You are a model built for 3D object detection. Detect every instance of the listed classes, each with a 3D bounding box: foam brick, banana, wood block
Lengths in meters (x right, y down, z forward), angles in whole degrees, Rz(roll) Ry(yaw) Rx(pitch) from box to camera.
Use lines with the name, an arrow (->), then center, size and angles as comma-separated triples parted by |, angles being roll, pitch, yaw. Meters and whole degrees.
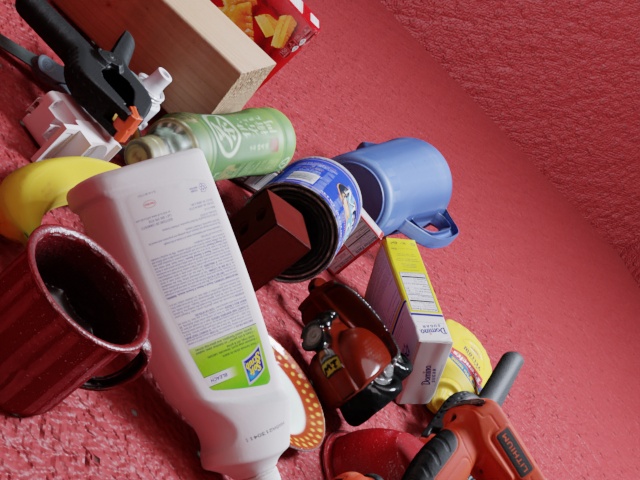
foam brick -> -0.057, 0.001, 0.999 | 0.051, 0.078, 0.053 | 39, 22, -36
banana -> -0.193, -0.032, 0.795 | 0.069, 0.037, 0.197 | 48, 22, -4
wood block -> -0.160, -0.213, 1.091 | 0.206, 0.090, 0.090 | 43, 26, 4

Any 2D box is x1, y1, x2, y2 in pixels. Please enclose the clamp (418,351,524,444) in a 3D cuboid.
clamp -> 0.170, 0.196, 1.140 | 0.209, 0.036, 0.164 | 14, 75, -53

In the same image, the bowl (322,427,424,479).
bowl -> 0.074, 0.220, 0.924 | 0.162, 0.055, 0.162 | 45, 18, -20

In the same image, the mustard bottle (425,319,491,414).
mustard bottle -> 0.150, 0.157, 1.224 | 0.096, 0.058, 0.191 | 56, 18, -1

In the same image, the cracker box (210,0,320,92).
cracker box -> -0.129, -0.261, 1.199 | 0.213, 0.164, 0.072 | 44, 17, -20

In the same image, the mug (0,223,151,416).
mug -> -0.156, 0.056, 0.645 | 0.117, 0.082, 0.093 | 36, 23, -38

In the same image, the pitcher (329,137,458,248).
pitcher -> 0.085, -0.057, 1.375 | 0.242, 0.149, 0.145 | -19, 108, -67

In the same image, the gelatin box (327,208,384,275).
gelatin box -> 0.017, -0.016, 1.215 | 0.089, 0.073, 0.030 | 49, 18, -6

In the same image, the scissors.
scissors -> -0.231, -0.160, 0.950 | 0.201, 0.016, 0.096 | 45, 45, -18

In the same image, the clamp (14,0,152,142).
clamp -> -0.184, -0.146, 0.919 | 0.120, 0.039, 0.171 | 3, 46, -48

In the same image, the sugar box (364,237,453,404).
sugar box -> 0.094, 0.085, 1.167 | 0.048, 0.093, 0.176 | 3, 37, -16

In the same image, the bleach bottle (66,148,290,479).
bleach bottle -> -0.088, 0.067, 0.751 | 0.102, 0.068, 0.251 | -19, 90, -32

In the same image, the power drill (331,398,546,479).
power drill -> 0.102, 0.227, 0.841 | 0.187, 0.057, 0.184 | -35, 96, -39

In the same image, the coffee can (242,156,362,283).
coffee can -> -0.018, -0.024, 1.099 | 0.103, 0.103, 0.140 | 50, 18, -4
